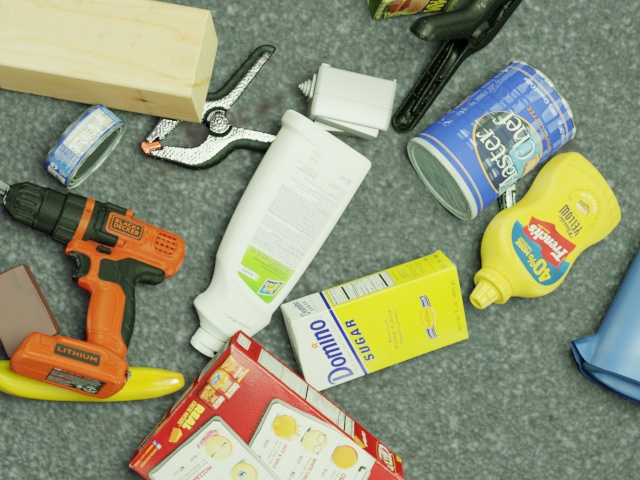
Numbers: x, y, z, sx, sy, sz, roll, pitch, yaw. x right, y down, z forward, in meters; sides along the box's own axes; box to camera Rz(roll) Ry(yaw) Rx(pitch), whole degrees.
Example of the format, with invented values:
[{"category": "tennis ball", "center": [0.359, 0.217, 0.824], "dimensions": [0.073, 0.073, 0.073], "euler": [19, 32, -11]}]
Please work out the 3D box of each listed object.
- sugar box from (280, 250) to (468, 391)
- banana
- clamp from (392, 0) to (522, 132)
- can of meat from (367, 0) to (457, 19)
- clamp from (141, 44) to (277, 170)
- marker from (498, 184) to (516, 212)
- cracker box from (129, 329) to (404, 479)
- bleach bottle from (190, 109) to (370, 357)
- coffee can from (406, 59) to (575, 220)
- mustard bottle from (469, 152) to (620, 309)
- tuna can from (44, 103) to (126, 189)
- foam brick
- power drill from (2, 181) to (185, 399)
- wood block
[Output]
[{"category": "sugar box", "center": [0.056, 0.083, 1.079], "dimensions": [0.176, 0.048, 0.093], "euler": [-20, 119, -10]}, {"category": "banana", "center": [-0.236, 0.139, 1.042], "dimensions": [0.197, 0.070, 0.037], "euler": [6, 80, -20]}, {"category": "clamp", "center": [0.147, -0.209, 1.101], "dimensions": [0.036, 0.165, 0.209], "euler": [39, 59, 16]}, {"category": "can of meat", "center": [0.095, -0.266, 1.093], "dimensions": [0.084, 0.102, 0.057], "euler": [-10, 87, -6]}, {"category": "clamp", "center": [-0.095, -0.113, 1.091], "dimensions": [0.171, 0.039, 0.120], "euler": [-29, 86, -5]}, {"category": "marker", "center": [0.202, -0.008, 1.134], "dimensions": [0.020, 0.020, 0.121], "euler": [-4, 87, -8]}, {"category": "cracker box", "center": [-0.051, 0.216, 1.044], "dimensions": [0.213, 0.072, 0.164], "euler": [39, 101, -5]}, {"category": "bleach bottle", "center": [-0.057, 0.001, 1.064], "dimensions": [0.102, 0.068, 0.251], "euler": [32, 93, -20]}, {"category": "coffee can", "center": [0.174, -0.102, 1.093], "dimensions": [0.140, 0.103, 0.103], "euler": [-38, 92, -8]}, {"category": "mustard bottle", "center": [0.221, 0.001, 1.097], "dimensions": [0.191, 0.058, 0.096], "euler": [-43, 106, -19]}, {"category": "tuna can", "center": [-0.231, -0.092, 1.047], "dimensions": [0.034, 0.086, 0.086], "euler": [41, 82, -2]}, {"category": "foam brick", "center": [-0.296, 0.068, 1.046], "dimensions": [0.053, 0.051, 0.078], "euler": [-26, 91, -9]}, {"category": "power drill", "center": [-0.231, 0.043, 1.012], "dimensions": [0.184, 0.057, 0.187], "euler": [20, 57, -16]}, {"category": "wood block", "center": [-0.212, -0.184, 1.034], "dimensions": [0.206, 0.091, 0.090], "euler": [10, 80, 2]}]
